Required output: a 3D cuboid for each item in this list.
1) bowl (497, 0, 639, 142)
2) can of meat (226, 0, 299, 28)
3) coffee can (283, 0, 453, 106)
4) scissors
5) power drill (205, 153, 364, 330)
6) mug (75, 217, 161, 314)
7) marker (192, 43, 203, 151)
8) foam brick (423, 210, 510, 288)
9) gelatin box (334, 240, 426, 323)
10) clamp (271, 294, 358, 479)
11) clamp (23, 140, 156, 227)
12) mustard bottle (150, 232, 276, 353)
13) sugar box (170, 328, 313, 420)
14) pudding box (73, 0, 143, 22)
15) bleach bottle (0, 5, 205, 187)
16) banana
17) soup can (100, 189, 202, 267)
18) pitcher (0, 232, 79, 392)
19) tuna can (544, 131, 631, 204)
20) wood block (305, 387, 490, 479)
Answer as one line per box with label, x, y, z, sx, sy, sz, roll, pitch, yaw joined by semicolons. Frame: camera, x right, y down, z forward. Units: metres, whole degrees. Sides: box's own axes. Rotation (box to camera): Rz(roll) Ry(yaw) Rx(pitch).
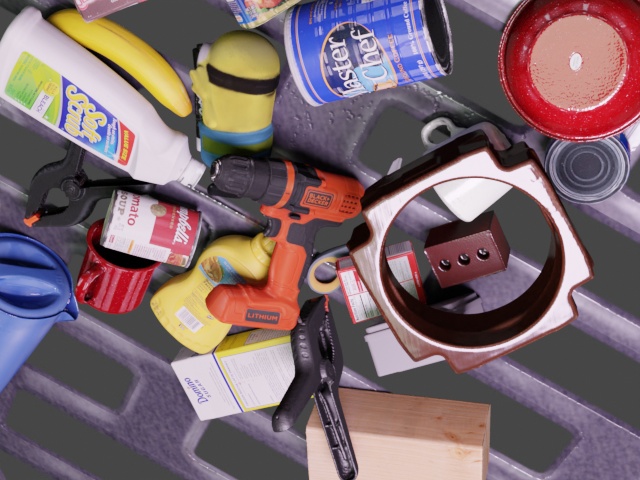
bowl;0.245;-0.169;1.008;0.162;0.055;0.162;4;104;17
can of meat;-0.054;-0.267;1.042;0.102;0.058;0.084;-35;112;-15
coffee can;0.048;-0.196;1.044;0.140;0.102;0.103;-10;114;21
scissors;0.035;-0.007;1.197;0.096;0.016;0.202;7;119;7
power drill;-0.057;0.001;1.142;0.184;0.057;0.188;11;114;-32
mug;-0.245;0.037;1.250;0.093;0.117;0.082;34;127;10
marker;-0.129;-0.156;1.166;0.020;0.020;0.121;8;119;12
foam brick;0.158;0.009;1.151;0.078;0.051;0.053;-18;110;24
gelatin box;0.068;0.046;1.194;0.089;0.030;0.073;-15;119;6
clamp;0.001;0.160;1.204;0.036;0.210;0.164;-17;135;23
clamp;-0.275;-0.062;1.248;0.120;0.039;0.172;45;117;-4
mustard bottle;-0.107;0.048;1.246;0.096;0.058;0.192;46;120;-8
sugar box;-0.086;0.160;1.308;0.176;0.048;0.093;-13;113;26
pudding box;-0.185;-0.266;1.082;0.114;0.090;0.039;-15;114;22
bleach bottle;-0.233;-0.141;1.155;0.250;0.068;0.103;33;128;-12
banana;-0.222;-0.203;1.161;0.198;0.037;0.070;27;143;3
soup can;-0.193;-0.014;1.215;0.102;0.068;0.069;15;122;-14
pitcher;-0.425;0.108;1.333;0.149;0.144;0.243;55;127;21
tuna can;0.270;-0.080;1.080;0.086;0.033;0.086;7;119;13
wood block;0.094;0.243;1.273;0.206;0.090;0.091;4;118;14
